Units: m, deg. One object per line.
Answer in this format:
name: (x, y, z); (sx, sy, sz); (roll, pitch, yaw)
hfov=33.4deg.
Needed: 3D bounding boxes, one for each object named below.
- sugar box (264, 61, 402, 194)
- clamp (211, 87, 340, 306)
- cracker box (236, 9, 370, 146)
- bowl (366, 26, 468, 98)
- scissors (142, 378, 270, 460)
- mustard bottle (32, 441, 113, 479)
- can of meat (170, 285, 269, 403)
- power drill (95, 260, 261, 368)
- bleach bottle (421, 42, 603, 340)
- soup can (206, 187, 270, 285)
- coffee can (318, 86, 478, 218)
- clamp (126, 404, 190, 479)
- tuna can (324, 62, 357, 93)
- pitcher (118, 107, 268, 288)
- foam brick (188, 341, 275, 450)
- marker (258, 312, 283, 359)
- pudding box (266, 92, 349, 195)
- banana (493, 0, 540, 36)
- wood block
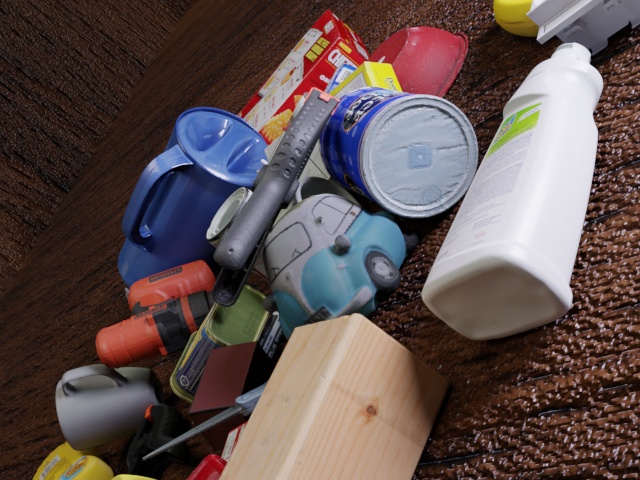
sugar box: (0.020, -0.098, 1.106); (0.177, 0.048, 0.093); (-36, 67, 44)
clamp: (-0.043, -0.039, 0.942); (0.210, 0.036, 0.165); (-63, 0, -22)
cracker box: (-0.028, -0.184, 1.398); (0.214, 0.072, 0.164); (-47, 20, 15)
bowl: (0.083, -0.173, 1.139); (0.162, 0.055, 0.162); (-45, 20, 21)
scissors: (-0.050, 0.123, 0.882); (0.202, 0.016, 0.096); (-24, 13, 11)
mustard bottle: (-0.270, 0.279, 1.170); (0.096, 0.058, 0.192); (-50, 17, -12)
can of meat: (-0.095, 0.100, 1.036); (0.084, 0.057, 0.102); (-57, 7, 33)
power drill: (-0.155, 0.073, 1.201); (0.184, 0.057, 0.187); (-19, 11, -1)
bleach bottle: (0.153, -0.051, 0.748); (0.103, 0.068, 0.250); (-28, 29, 51)
soup can: (-0.057, 0.001, 1.088); (0.069, 0.102, 0.068); (-46, 20, 21)
coffee can: (0.065, -0.081, 0.944); (0.103, 0.102, 0.140); (-53, 18, 0)
clamp: (-0.175, 0.224, 1.075); (0.120, 0.039, 0.171); (-48, 13, 3)
tuna can: (0.026, -0.158, 1.226); (0.086, 0.034, 0.086); (25, -91, -82)
pitcher: (-0.167, -0.033, 1.306); (0.243, 0.149, 0.145); (-56, 19, 35)
foam brick: (-0.075, 0.136, 0.944); (0.051, 0.053, 0.078); (-13, 36, 24)
marker: (-0.057, 0.113, 1.019); (0.020, 0.020, 0.121); (-26, 33, 54)
pudding box: (-0.005, -0.079, 1.071); (0.090, 0.039, 0.114); (52, 130, 33)
banana: (0.199, -0.213, 0.970); (0.069, 0.037, 0.198); (-38, 18, -10)
wood block: (-0.007, 0.162, 0.702); (0.090, 0.090, 0.206); (-21, 37, 57)
